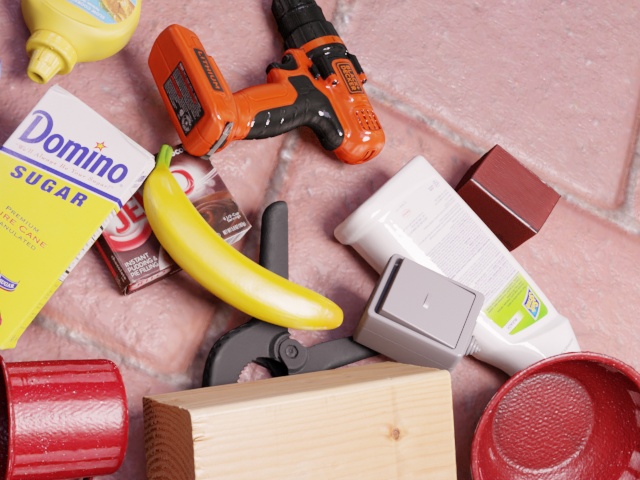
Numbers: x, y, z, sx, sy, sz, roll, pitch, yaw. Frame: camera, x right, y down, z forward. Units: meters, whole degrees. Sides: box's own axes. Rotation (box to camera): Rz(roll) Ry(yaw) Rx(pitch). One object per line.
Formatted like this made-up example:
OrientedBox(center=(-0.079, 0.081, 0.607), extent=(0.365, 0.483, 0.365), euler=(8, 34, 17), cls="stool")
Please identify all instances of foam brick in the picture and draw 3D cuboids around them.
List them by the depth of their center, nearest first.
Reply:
OrientedBox(center=(0.163, -0.037, 0.959), extent=(0.078, 0.053, 0.051), euler=(39, 60, -3), cls="foam brick")

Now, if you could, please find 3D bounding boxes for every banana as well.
OrientedBox(center=(-0.070, 0.010, 0.809), extent=(0.198, 0.037, 0.069), euler=(45, 63, 2), cls="banana")

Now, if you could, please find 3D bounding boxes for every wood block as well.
OrientedBox(center=(-0.013, 0.146, 0.762), extent=(0.205, 0.090, 0.091), euler=(-4, 91, -30), cls="wood block")

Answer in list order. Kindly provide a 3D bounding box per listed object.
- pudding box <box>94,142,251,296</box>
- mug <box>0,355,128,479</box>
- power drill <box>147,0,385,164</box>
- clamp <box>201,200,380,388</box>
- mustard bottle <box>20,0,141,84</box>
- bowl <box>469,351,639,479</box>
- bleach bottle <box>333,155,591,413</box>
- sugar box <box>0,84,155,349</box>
OrientedBox(center=(-0.126, -0.020, 0.845), extent=(0.113, 0.039, 0.090), euler=(-26, 78, -29), cls="pudding box")
OrientedBox(center=(-0.182, 0.135, 0.736), extent=(0.081, 0.093, 0.117), euler=(0, 99, -27), cls="mug")
OrientedBox(center=(-0.047, -0.143, 0.900), extent=(0.187, 0.057, 0.184), euler=(-10, 65, -38), cls="power drill")
OrientedBox(center=(-0.019, 0.092, 0.840), extent=(0.164, 0.036, 0.209), euler=(35, 63, -11), cls="clamp")
OrientedBox(center=(-0.193, -0.206, 0.888), extent=(0.096, 0.058, 0.191), euler=(28, 61, -10), cls="mustard bottle")
OrientedBox(center=(0.190, 0.157, 0.859), extent=(0.162, 0.055, 0.162), euler=(-3, 105, -10), cls="bowl")
OrientedBox(center=(0.131, 0.051, 0.904), extent=(0.251, 0.068, 0.102), euler=(48, 62, 0), cls="bleach bottle")
OrientedBox(center=(-0.209, -0.017, 0.774), extent=(0.093, 0.048, 0.176), euler=(36, 84, -3), cls="sugar box")
